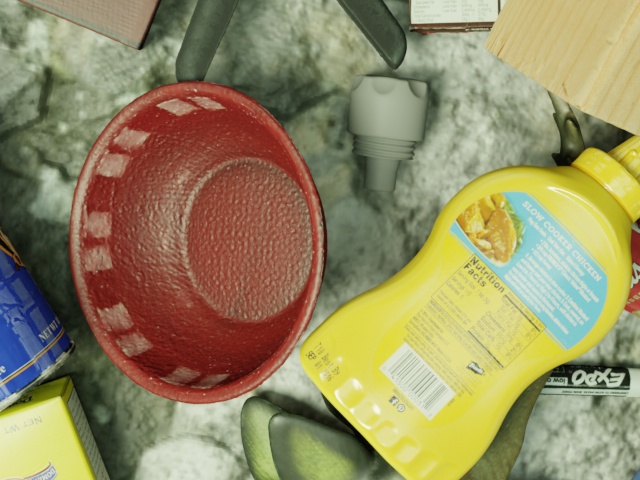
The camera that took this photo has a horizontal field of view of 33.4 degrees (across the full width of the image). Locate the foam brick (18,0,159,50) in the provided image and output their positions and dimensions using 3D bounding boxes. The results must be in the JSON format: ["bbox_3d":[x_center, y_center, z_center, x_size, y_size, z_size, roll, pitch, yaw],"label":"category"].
[{"bbox_3d":[-0.119,-0.136,0.547,0.078,0.053,0.051,21,96,-11],"label":"foam brick"}]

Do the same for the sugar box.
[{"bbox_3d":[-0.154,0.174,0.596,0.093,0.048,0.176,-19,99,-2],"label":"sugar box"}]

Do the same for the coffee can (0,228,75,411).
[{"bbox_3d":[-0.204,0.021,0.536,0.103,0.103,0.140,-29,101,-2],"label":"coffee can"}]

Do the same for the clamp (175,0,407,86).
[{"bbox_3d":[-0.032,-0.154,0.537,0.120,0.039,0.171,-19,102,-9],"label":"clamp"}]

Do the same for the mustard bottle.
[{"bbox_3d":[0.087,0.022,0.505,0.191,0.058,0.096,-44,88,0],"label":"mustard bottle"}]

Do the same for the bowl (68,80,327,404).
[{"bbox_3d":[-0.054,0.001,0.552,0.162,0.055,0.162,1,92,33],"label":"bowl"}]
